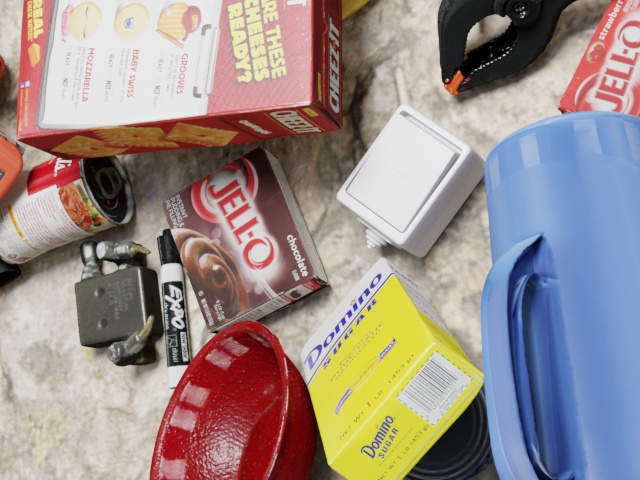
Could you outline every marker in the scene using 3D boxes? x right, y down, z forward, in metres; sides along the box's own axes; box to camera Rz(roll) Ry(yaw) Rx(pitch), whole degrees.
[{"bbox_3d":[-0.109,0.050,0.800,0.020,0.020,0.121,-11,76,20],"label":"marker"}]

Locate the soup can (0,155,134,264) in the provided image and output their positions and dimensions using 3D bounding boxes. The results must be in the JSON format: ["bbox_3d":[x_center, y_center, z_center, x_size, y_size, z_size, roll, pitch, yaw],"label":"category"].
[{"bbox_3d":[-0.206,-0.028,0.827,0.102,0.068,0.068,-20,73,18],"label":"soup can"}]

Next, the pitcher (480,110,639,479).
[{"bbox_3d":[0.157,0.050,0.620,0.145,0.149,0.243,-6,70,3],"label":"pitcher"}]

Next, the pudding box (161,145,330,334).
[{"bbox_3d":[-0.055,0.001,0.776,0.090,0.039,0.113,-28,71,15],"label":"pudding box"}]

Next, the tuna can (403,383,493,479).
[{"bbox_3d":[0.077,0.118,0.704,0.086,0.033,0.086,-4,78,21],"label":"tuna can"}]

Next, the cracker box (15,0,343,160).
[{"bbox_3d":[-0.094,-0.147,0.712,0.214,0.072,0.164,-4,79,20],"label":"cracker box"}]

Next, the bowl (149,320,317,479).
[{"bbox_3d":[-0.051,0.138,0.718,0.162,0.055,0.162,-37,40,39],"label":"bowl"}]

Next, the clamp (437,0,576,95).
[{"bbox_3d":[0.124,-0.169,0.693,0.172,0.120,0.039,-43,22,32],"label":"clamp"}]

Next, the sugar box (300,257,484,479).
[{"bbox_3d":[0.037,0.077,0.658,0.048,0.176,0.093,39,96,-16],"label":"sugar box"}]
